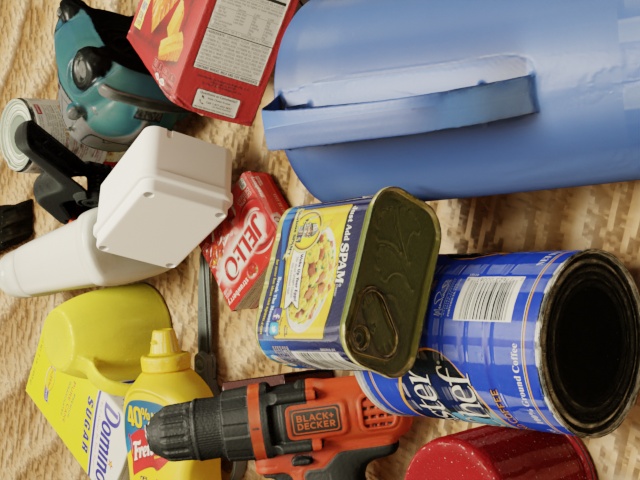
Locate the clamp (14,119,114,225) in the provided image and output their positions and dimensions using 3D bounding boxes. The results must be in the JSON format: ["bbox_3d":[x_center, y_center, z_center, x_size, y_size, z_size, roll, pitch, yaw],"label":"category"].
[{"bbox_3d":[-0.188,-0.049,0.938,0.210,0.164,0.036,138,136,-66],"label":"clamp"}]

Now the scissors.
[{"bbox_3d":[-0.086,0.118,0.895,0.096,0.016,0.202,26,112,42],"label":"scissors"}]

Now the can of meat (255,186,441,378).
[{"bbox_3d":[0.013,0.025,0.608,0.084,0.057,0.102,-6,65,48],"label":"can of meat"}]

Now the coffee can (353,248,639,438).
[{"bbox_3d":[0.100,0.057,0.622,0.141,0.102,0.103,-2,91,47],"label":"coffee can"}]

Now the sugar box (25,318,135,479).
[{"bbox_3d":[-0.217,0.158,1.019,0.176,0.048,0.093,41,121,40],"label":"sugar box"}]

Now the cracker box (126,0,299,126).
[{"bbox_3d":[-0.065,-0.212,0.763,0.214,0.072,0.164,-68,28,19],"label":"cracker box"}]

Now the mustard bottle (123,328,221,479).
[{"bbox_3d":[-0.122,0.168,0.881,0.096,0.058,0.191,-2,92,44],"label":"mustard bottle"}]

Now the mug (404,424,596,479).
[{"bbox_3d":[0.106,0.164,0.637,0.093,0.081,0.117,-18,79,47],"label":"mug"}]

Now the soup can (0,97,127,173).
[{"bbox_3d":[-0.233,-0.095,0.978,0.069,0.102,0.068,4,96,48],"label":"soup can"}]

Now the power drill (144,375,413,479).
[{"bbox_3d":[-0.019,0.188,0.731,0.184,0.057,0.187,-8,93,3],"label":"power drill"}]

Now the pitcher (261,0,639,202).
[{"bbox_3d":[0.096,-0.082,0.577,0.243,0.144,0.149,-1,58,40],"label":"pitcher"}]

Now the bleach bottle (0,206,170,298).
[{"bbox_3d":[-0.238,0.019,0.990,0.251,0.102,0.068,-13,89,47],"label":"bleach bottle"}]

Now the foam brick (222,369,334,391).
[{"bbox_3d":[-0.030,0.127,0.807,0.078,0.051,0.053,-17,80,47],"label":"foam brick"}]

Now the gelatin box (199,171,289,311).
[{"bbox_3d":[-0.055,0.001,0.843,0.089,0.030,0.073,-51,57,37],"label":"gelatin box"}]
